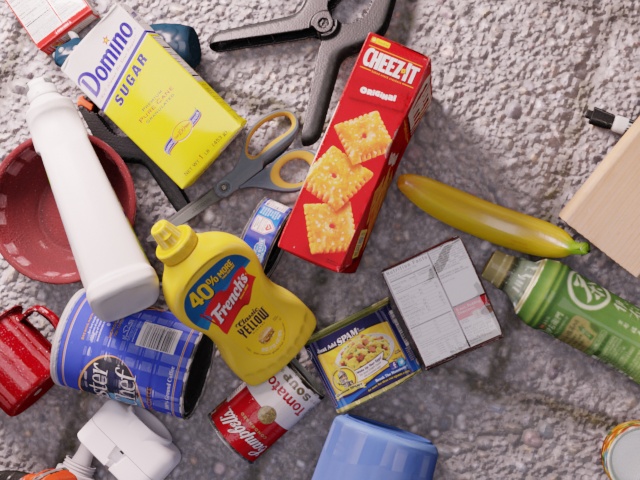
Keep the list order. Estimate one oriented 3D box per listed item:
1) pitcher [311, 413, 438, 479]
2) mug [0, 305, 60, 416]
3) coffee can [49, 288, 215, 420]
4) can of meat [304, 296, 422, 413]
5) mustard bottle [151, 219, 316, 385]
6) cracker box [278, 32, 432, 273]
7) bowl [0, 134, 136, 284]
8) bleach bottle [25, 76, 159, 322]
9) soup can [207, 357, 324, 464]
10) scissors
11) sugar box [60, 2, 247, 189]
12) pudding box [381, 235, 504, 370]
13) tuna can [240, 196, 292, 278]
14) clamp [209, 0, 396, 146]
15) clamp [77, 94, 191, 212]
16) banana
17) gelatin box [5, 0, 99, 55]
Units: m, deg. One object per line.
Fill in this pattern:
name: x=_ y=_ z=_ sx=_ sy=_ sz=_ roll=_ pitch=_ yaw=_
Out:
pitcher: x=0.037 y=0.300 z=1.026 sx=0.149 sy=0.145 sz=0.243 roll=17 pitch=86 yaw=8
mug: x=-0.310 y=0.119 z=1.105 sx=0.081 sy=0.093 sz=0.117 roll=45 pitch=101 yaw=3
coffee can: x=-0.188 y=0.115 z=1.083 sx=0.140 sy=0.102 sz=0.103 roll=14 pitch=88 yaw=8
can of meat: x=0.042 y=0.116 z=1.077 sx=0.102 sy=0.057 sz=0.084 roll=-27 pitch=86 yaw=5
mustard bottle: x=-0.093 y=0.048 z=1.016 sx=0.096 sy=0.058 sz=0.191 roll=-44 pitch=120 yaw=-4
cracker box: x=0.040 y=-0.074 z=1.036 sx=0.072 sy=0.164 sz=0.214 roll=24 pitch=90 yaw=6
bowl: x=-0.265 y=-0.033 z=1.127 sx=0.162 sy=0.055 sz=0.162 roll=-1 pitch=86 yaw=7
bleach bottle: x=-0.232 y=-0.050 z=1.037 sx=0.068 sy=0.103 sz=0.251 roll=-22 pitch=75 yaw=-12
soup can: x=-0.054 y=0.168 z=1.081 sx=0.102 sy=0.068 sz=0.068 roll=-42 pitch=82 yaw=2
scissors: x=-0.080 y=-0.047 z=1.109 sx=0.096 sy=0.016 sz=0.201 roll=39 pitch=82 yaw=2
sugar box: x=-0.169 y=-0.146 z=1.081 sx=0.176 sy=0.048 sz=0.093 roll=43 pitch=102 yaw=-3
pudding box: x=0.124 y=0.063 z=1.080 sx=0.090 sy=0.039 sz=0.113 roll=-24 pitch=82 yaw=6
tuna can: x=-0.057 y=0.001 z=1.083 sx=0.034 sy=0.086 sz=0.086 roll=24 pitch=89 yaw=7
clamp: x=-0.004 y=-0.222 z=1.114 sx=0.165 sy=0.036 sz=0.210 roll=40 pitch=87 yaw=15
clamp: x=-0.181 y=-0.101 z=1.130 sx=0.171 sy=0.039 sz=0.120 roll=18 pitch=84 yaw=5
banana: x=0.171 y=-0.023 z=1.064 sx=0.198 sy=0.069 sz=0.037 roll=19 pitch=72 yaw=10
gelatin box: x=-0.296 y=-0.259 z=1.160 sx=0.073 sy=0.030 sz=0.089 roll=-36 pitch=82 yaw=5
